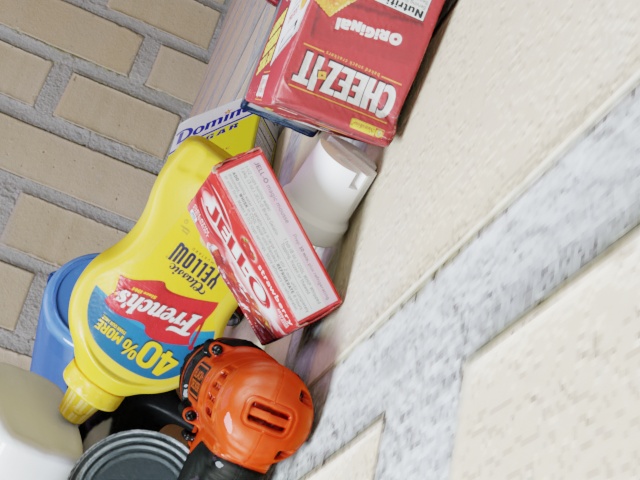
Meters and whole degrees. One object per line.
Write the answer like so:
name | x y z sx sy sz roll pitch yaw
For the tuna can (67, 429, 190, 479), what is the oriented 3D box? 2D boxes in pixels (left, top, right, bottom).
tuna can | -0.107 0.155 0.616 0.034 0.086 0.086 130 159 -63

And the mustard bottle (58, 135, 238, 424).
mustard bottle | -0.099 0.036 0.661 0.192 0.096 0.058 -51 15 6

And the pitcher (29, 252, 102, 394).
pitcher | -0.228 0.105 1.057 0.243 0.149 0.145 116 176 -56

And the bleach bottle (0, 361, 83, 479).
bleach bottle | -0.246 0.205 0.680 0.251 0.068 0.103 -56 34 10

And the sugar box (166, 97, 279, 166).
sugar box | -0.091 -0.063 0.939 0.093 0.048 0.176 -19 34 15

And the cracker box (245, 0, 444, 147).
cracker box | 0.034 -0.162 0.580 0.164 0.072 0.214 -135 66 -79

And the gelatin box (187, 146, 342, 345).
gelatin box | -0.031 0.005 0.541 0.030 0.089 0.073 -28 -3 -21

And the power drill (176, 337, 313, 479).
power drill | -0.070 0.139 0.539 0.184 0.057 0.187 172 119 -77
